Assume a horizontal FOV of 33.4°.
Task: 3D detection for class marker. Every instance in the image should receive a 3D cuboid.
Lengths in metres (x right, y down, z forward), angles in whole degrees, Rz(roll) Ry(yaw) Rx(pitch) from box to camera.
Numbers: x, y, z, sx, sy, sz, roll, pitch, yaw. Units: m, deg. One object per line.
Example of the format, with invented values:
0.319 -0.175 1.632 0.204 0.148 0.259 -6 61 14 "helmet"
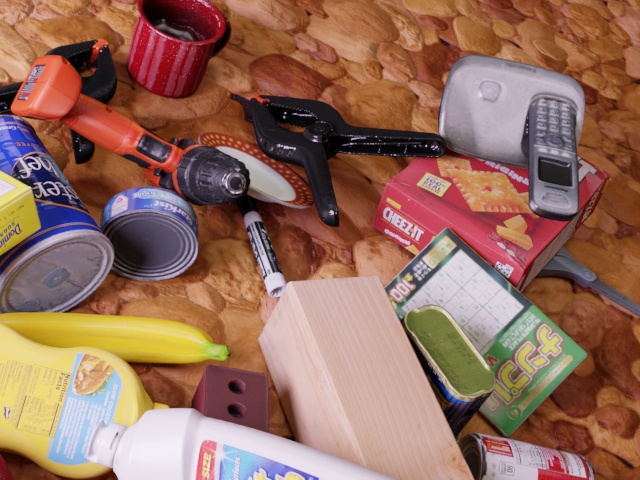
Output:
-0.057 0.001 1.007 0.020 0.020 0.121 -1 49 -27 "marker"

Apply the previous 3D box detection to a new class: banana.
-0.171 0.076 0.846 0.197 0.070 0.037 4 77 -8 "banana"

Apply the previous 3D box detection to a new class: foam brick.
-0.072 0.146 0.835 0.053 0.051 0.078 12 45 -16 "foam brick"

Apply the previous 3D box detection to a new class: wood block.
0.032 0.137 0.869 0.090 0.090 0.206 -3 51 -29 "wood block"

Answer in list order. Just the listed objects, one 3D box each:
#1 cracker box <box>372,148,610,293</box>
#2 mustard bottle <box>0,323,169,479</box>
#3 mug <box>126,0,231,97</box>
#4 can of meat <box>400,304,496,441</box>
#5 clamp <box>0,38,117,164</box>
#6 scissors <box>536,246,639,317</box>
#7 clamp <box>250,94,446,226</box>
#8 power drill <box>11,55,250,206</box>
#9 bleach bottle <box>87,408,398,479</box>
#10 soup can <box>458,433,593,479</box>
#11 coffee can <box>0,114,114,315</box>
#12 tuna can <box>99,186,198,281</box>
0.182 -0.043 1.113 0.164 0.072 0.213 35 47 17 "cracker box"
-0.188 0.123 0.783 0.191 0.058 0.096 17 75 -12 "mustard bottle"
-0.145 -0.207 1.116 0.117 0.082 0.093 -20 60 -39 "mug"
0.095 0.118 0.922 0.057 0.084 0.102 -15 57 -36 "can of meat"
-0.258 -0.147 1.036 0.120 0.039 0.171 24 39 -11 "clamp"
0.265 0.042 1.130 0.202 0.016 0.096 44 47 19 "scissors"
0.011 -0.101 1.080 0.164 0.036 0.210 -28 46 -27 "clamp"
-0.162 -0.088 0.916 0.187 0.185 0.057 31 82 -27 "power drill"
-0.041 0.185 0.734 0.251 0.068 0.102 18 83 5 "bleach bottle"
0.166 0.202 0.889 0.102 0.069 0.068 14 44 -14 "soup can"
-0.246 -0.018 0.869 0.102 0.103 0.140 -18 59 -38 "coffee can"
-0.148 -0.006 0.919 0.086 0.086 0.034 12 43 -17 "tuna can"
